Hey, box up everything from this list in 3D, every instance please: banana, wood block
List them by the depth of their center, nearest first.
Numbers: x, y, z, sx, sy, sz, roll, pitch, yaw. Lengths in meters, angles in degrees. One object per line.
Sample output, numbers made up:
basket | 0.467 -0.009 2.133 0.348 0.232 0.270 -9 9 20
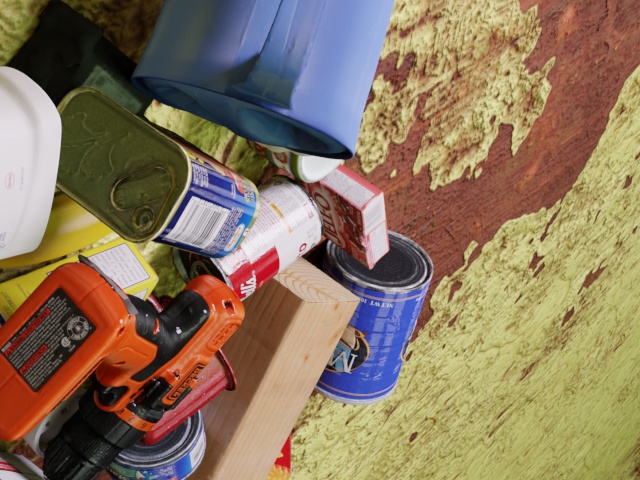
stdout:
banana | -0.171 -0.018 0.666 0.197 0.037 0.070 -10 130 -53
wood block | -0.065 0.116 0.919 0.090 0.091 0.206 3 118 -58

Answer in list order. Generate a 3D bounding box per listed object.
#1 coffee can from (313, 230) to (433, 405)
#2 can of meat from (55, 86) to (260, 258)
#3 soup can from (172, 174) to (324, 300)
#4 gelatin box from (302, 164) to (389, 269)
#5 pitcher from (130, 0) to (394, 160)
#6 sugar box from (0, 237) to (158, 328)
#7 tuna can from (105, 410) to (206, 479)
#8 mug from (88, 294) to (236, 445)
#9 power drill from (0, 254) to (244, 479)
coffee can | 0.041 0.072 1.022 0.102 0.103 0.140 -24 139 -44
can of meat | -0.094 -0.034 0.601 0.057 0.102 0.083 -59 153 5
soup can | -0.055 0.001 0.832 0.102 0.069 0.068 -37 147 -30
gelatin box | 0.021 -0.025 0.919 0.030 0.073 0.089 -42 150 -21
pitcher | -0.006 -0.176 0.603 0.144 0.149 0.243 22 85 -54
sugar box | -0.196 0.061 0.680 0.175 0.048 0.093 -21 159 -43
tuna can | -0.136 0.156 0.857 0.086 0.086 0.034 -37 145 -31
mug | -0.129 0.092 0.810 0.081 0.093 0.117 -37 121 -21
power drill | -0.143 0.088 0.673 0.184 0.057 0.187 -49 163 2
